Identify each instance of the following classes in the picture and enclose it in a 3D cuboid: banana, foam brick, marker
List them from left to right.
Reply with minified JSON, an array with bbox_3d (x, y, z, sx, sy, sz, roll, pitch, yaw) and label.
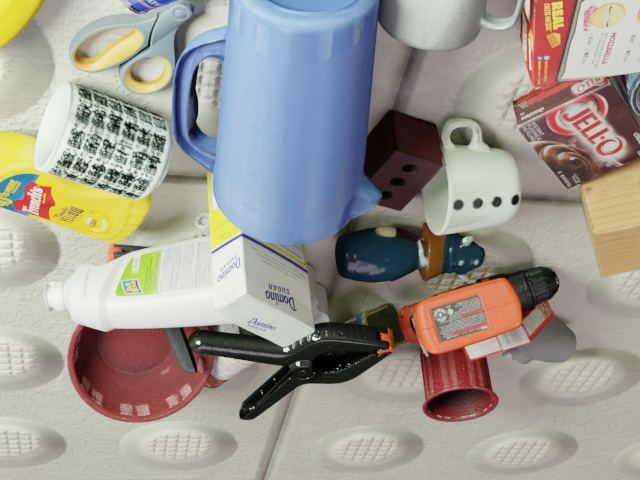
[{"bbox_3d":[-0.246,-0.187,0.807,0.198,0.037,0.069,-30,138,32],"label":"banana"},{"bbox_3d":[-0.102,0.012,1.119,0.020,0.020,0.121,-11,144,10],"label":"marker"},{"bbox_3d":[0.069,-0.073,0.988,0.053,0.051,0.078,14,141,-23],"label":"foam brick"}]

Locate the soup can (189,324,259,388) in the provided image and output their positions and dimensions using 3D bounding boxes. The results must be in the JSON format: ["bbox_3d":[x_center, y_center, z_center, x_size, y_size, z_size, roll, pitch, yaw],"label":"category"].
[{"bbox_3d":[-0.102,0.120,1.232,0.068,0.068,0.102,26,134,-36],"label":"soup can"}]

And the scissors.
[{"bbox_3d":[-0.108,-0.172,0.861,0.202,0.016,0.096,-18,144,19],"label":"scissors"}]

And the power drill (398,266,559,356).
[{"bbox_3d":[0.170,0.071,1.130,0.184,0.057,0.187,-20,176,7],"label":"power drill"}]

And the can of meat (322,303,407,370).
[{"bbox_3d":[0.043,0.115,1.223,0.084,0.057,0.102,-29,174,25],"label":"can of meat"}]

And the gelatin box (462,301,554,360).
[{"bbox_3d":[0.214,0.101,1.225,0.089,0.030,0.073,-24,-174,41],"label":"gelatin box"}]

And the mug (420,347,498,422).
[{"bbox_3d":[0.166,0.174,1.322,0.093,0.081,0.117,-2,145,-4],"label":"mug"}]

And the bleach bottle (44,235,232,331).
[{"bbox_3d":[-0.147,0.040,1.062,0.251,0.102,0.068,-5,134,5],"label":"bleach bottle"}]

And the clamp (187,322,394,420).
[{"bbox_3d":[-0.022,0.135,1.154,0.210,0.036,0.164,-9,140,6],"label":"clamp"}]

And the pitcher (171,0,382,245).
[{"bbox_3d":[-0.030,-0.120,0.852,0.149,0.145,0.243,-19,147,-19],"label":"pitcher"}]

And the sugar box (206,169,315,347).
[{"bbox_3d":[-0.057,0.001,0.972,0.048,0.176,0.093,-28,139,30],"label":"sugar box"}]

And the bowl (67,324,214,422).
[{"bbox_3d":[-0.203,0.120,1.196,0.162,0.055,0.162,-5,110,-14],"label":"bowl"}]

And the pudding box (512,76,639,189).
[{"bbox_3d":[0.240,-0.104,0.971,0.090,0.039,0.113,-24,140,26],"label":"pudding box"}]

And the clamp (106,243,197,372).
[{"bbox_3d":[-0.162,0.069,1.138,0.171,0.039,0.120,30,102,-18],"label":"clamp"}]

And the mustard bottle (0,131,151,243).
[{"bbox_3d":[-0.256,-0.055,0.975,0.191,0.058,0.096,19,150,-29],"label":"mustard bottle"}]
